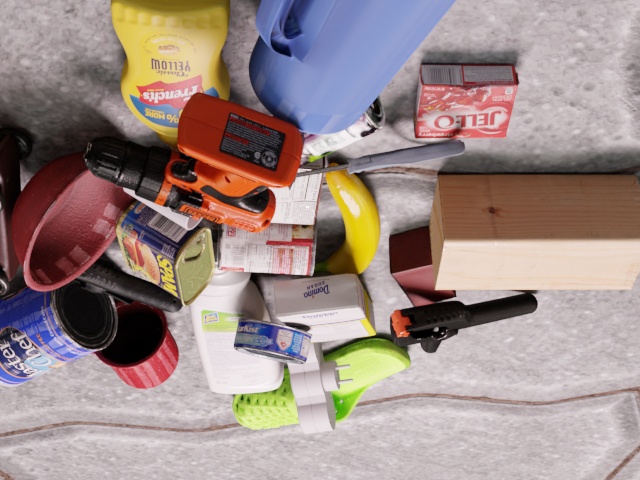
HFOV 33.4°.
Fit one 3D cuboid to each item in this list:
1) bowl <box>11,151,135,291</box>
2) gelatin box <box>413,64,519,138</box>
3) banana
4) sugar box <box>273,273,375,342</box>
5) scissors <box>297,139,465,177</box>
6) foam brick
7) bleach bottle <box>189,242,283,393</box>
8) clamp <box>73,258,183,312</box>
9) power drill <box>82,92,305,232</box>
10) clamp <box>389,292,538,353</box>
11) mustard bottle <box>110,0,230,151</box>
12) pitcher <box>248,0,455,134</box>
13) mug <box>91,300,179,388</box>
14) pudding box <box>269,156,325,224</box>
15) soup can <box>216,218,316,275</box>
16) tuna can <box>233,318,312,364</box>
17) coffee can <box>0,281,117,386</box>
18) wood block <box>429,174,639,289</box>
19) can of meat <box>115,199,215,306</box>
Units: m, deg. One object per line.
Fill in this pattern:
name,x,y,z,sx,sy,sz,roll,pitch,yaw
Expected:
bowl,-0.250,-0.031,1.049,0.055,0.161,0.162,35,146,14
gelatin box,0.134,-0.127,0.989,0.089,0.030,0.073,0,144,-1
banana,0.031,-0.011,1.142,0.069,0.037,0.198,2,144,-5
sugar box,0.008,0.078,1.214,0.093,0.048,0.176,-7,163,6
scissors,0.048,-0.073,1.003,0.201,0.016,0.096,-11,-176,-18
foam brick,0.113,0.029,1.188,0.051,0.053,0.078,-15,143,19
bleach bottle,-0.101,0.090,1.261,0.102,0.068,0.251,-5,141,-2
clamp,-0.246,0.041,1.181,0.171,0.039,0.120,26,161,-27
power drill,-0.106,-0.068,0.928,0.184,0.057,0.188,17,164,-16
clamp,0.152,0.093,1.239,0.165,0.036,0.209,-26,162,25
mustard bottle,-0.128,-0.146,0.935,0.096,0.058,0.192,3,144,-3
pitcher,0.024,-0.187,0.817,0.149,0.145,0.243,18,143,-15
mug,-0.231,0.128,1.290,0.117,0.093,0.081,-2,149,9
pudding box,-0.055,-0.058,1.076,0.113,0.039,0.090,2,142,-8
soup can,-0.057,0.001,1.132,0.102,0.068,0.068,3,144,-4
tuna can,-0.054,0.114,1.197,0.086,0.034,0.086,11,168,2
coffee can,-0.321,0.100,1.234,0.140,0.103,0.102,-24,138,28
wood block,0.222,-0.009,1.104,0.206,0.091,0.090,0,143,-1
can of meat,-0.162,0.009,1.122,0.084,0.057,0.102,29,151,18
